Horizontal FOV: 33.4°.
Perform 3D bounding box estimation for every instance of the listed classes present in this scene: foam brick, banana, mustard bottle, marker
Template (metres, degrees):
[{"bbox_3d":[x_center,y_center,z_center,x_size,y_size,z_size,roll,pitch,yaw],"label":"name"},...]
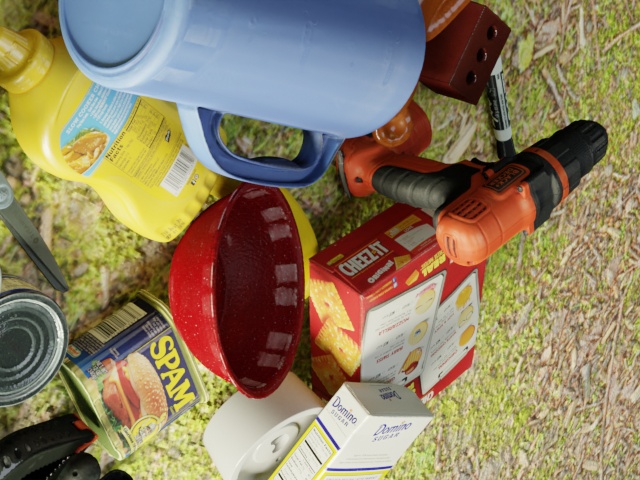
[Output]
[{"bbox_3d":[0.123,-0.168,0.944,0.052,0.051,0.078,25,89,-49],"label":"foam brick"},{"bbox_3d":[-0.042,-0.009,0.859,0.069,0.037,0.197,-46,135,-21],"label":"banana"},{"bbox_3d":[-0.146,-0.080,0.703,0.191,0.058,0.096,39,76,-48],"label":"mustard bottle"},{"bbox_3d":[0.174,-0.127,1.041,0.020,0.020,0.121,-40,132,-26],"label":"marker"}]

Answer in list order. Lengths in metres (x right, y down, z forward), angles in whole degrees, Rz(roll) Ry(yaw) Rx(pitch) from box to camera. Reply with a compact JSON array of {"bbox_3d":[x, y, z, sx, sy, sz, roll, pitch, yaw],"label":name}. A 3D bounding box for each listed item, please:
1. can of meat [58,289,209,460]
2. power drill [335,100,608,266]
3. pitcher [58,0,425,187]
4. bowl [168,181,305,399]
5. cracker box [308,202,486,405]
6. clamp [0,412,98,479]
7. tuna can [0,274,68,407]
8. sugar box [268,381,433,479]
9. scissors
[{"bbox_3d":[-0.141,0.102,0.796,0.083,0.058,0.102,-36,130,-26],"label":"can of meat"},{"bbox_3d":[0.119,-0.065,0.887,0.184,0.188,0.057,-35,128,-28],"label":"power drill"},{"bbox_3d":[-0.048,-0.130,0.700,0.145,0.149,0.242,-35,160,32],"label":"pitcher"},{"bbox_3d":[-0.066,0.035,0.785,0.162,0.055,0.162,-2,90,-68],"label":"bowl"},{"bbox_3d":[0.068,0.069,0.958,0.164,0.072,0.214,-33,142,-30],"label":"cracker box"},{"bbox_3d":[-0.243,0.192,0.730,0.209,0.036,0.165,-32,155,-44],"label":"clamp"},{"bbox_3d":[-0.214,0.068,0.721,0.085,0.034,0.086,-21,122,-38],"label":"tuna can"},{"bbox_3d":[0.010,0.197,0.915,0.093,0.048,0.176,13,118,-49],"label":"sugar box"},{"bbox_3d":[-0.225,-0.029,0.678,0.096,0.016,0.202,-30,128,-31],"label":"scissors"}]
